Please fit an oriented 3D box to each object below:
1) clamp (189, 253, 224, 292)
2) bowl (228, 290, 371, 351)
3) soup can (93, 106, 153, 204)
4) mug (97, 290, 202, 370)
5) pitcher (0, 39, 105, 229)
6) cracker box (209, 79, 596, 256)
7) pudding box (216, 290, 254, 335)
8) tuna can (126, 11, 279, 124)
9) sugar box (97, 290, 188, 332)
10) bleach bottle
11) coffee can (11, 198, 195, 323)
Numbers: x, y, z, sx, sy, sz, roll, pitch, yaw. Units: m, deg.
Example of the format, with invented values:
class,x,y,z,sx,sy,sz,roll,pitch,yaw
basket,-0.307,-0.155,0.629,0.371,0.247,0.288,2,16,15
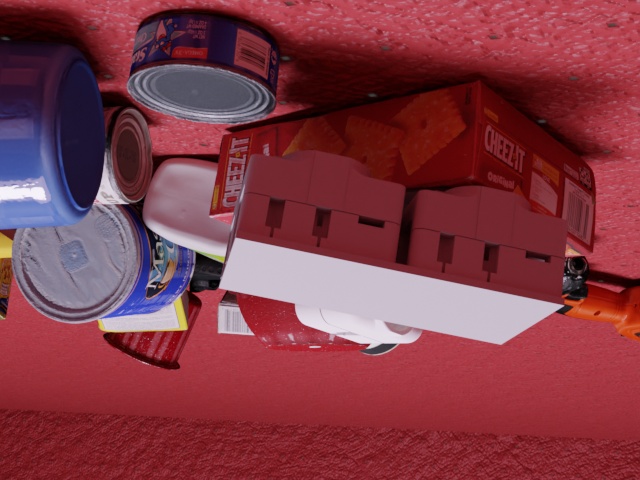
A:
class,x,y,z,sx,sy,sz,roll,pitch,yaw
clamp,-0.117,0.035,1.127,0.172,0.039,0.120,4,173,33
bowl,-0.003,0.070,0.960,0.162,0.055,0.162,0,170,0
soup can,-0.175,-0.058,0.735,0.102,0.068,0.068,0,164,16
mug,-0.194,0.083,1.188,0.117,0.081,0.093,24,-177,-6
pitcher,-0.261,-0.064,0.628,0.243,0.149,0.145,0,128,5
cracker box,0.057,-0.035,0.736,0.214,0.072,0.164,-6,160,39
pudding box,-0.050,0.073,1.168,0.113,0.039,0.090,5,-162,6
tuna can,-0.066,-0.098,0.612,0.086,0.034,0.086,5,165,1
sugar box,-0.182,0.032,1.035,0.093,0.048,0.176,-1,148,-2
bleach bottle,-0.056,0.001,0.915,0.103,0.068,0.250,15,171,20
coffee can,-0.172,0.013,0.869,0.103,0.103,0.140,2,179,12
